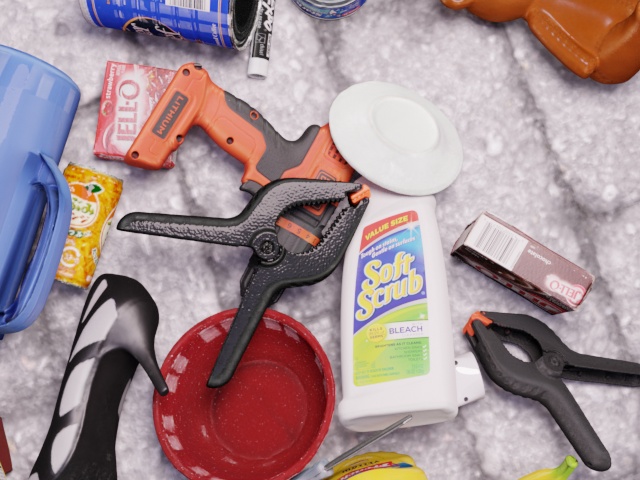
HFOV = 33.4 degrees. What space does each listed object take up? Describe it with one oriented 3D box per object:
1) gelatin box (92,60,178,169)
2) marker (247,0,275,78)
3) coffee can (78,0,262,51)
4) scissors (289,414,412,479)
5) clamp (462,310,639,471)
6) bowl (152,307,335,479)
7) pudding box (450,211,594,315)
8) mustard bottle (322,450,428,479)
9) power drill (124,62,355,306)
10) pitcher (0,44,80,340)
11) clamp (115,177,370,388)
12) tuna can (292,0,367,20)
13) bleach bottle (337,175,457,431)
[{"bbox_3d":[-0.165,-0.115,0.977,0.073,0.030,0.089,8,84,1],"label":"gelatin box"},{"bbox_3d":[-0.052,-0.211,0.994,0.020,0.020,0.121,6,84,0],"label":"marker"},{"bbox_3d":[-0.129,-0.230,0.944,0.140,0.102,0.103,11,84,9],"label":"coffee can"},{"bbox_3d":[-0.016,0.200,0.877,0.202,0.096,0.016,-38,81,38],"label":"scissors"},{"bbox_3d":[0.210,0.112,0.944,0.171,0.039,0.120,41,48,13],"label":"clamp"},{"bbox_3d":[-0.061,0.142,0.927,0.162,0.055,0.162,-4,70,12],"label":"bowl"},{"bbox_3d":[0.175,0.022,0.935,0.113,0.090,0.039,33,83,4],"label":"pudding box"},{"bbox_3d":[0.041,0.210,0.864,0.096,0.191,0.058,-15,84,-2],"label":"mustard bottle"},{"bbox_3d":[-0.075,-0.055,0.944,0.187,0.057,0.184,31,83,-12],"label":"power drill"},{"bbox_3d":[-0.289,-0.040,0.921,0.149,0.145,0.243,22,81,-18],"label":"pitcher"},{"bbox_3d":[-0.056,0.001,0.904,0.210,0.036,0.164,-37,94,-6],"label":"clamp"},{"bbox_3d":[0.009,-0.251,0.990,0.086,0.034,0.086,0,84,0],"label":"tuna can"},{"bbox_3d":[0.058,0.033,0.928,0.103,0.068,0.251,-9,66,11],"label":"bleach bottle"}]
